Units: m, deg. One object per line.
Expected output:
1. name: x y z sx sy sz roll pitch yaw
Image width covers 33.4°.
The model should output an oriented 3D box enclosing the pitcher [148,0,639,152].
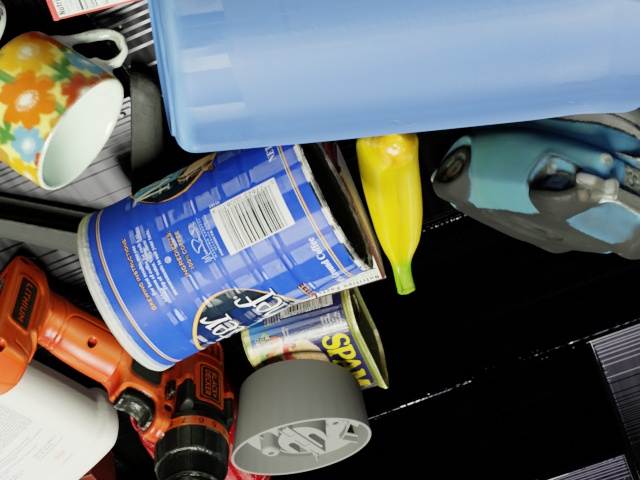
1. pitcher: 0.038 -0.112 0.543 0.242 0.145 0.149 -9 129 -9

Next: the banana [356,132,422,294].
1. banana: 0.047 -0.036 0.663 0.037 0.070 0.198 -21 153 -2

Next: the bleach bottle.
1. bleach bottle: -0.268 0.097 0.755 0.103 0.068 0.250 -41 126 10

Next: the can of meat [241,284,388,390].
1. can of meat: -0.004 0.076 0.791 0.084 0.057 0.102 -16 136 9

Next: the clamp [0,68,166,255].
1. clamp: -0.133 -0.002 0.697 0.165 0.036 0.210 -22 132 12

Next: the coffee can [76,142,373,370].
1. coffee can: -0.054 0.001 0.621 0.140 0.103 0.102 -26 135 10

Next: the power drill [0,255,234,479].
1. power drill: -0.142 0.102 0.712 0.187 0.184 0.057 32 115 -25
